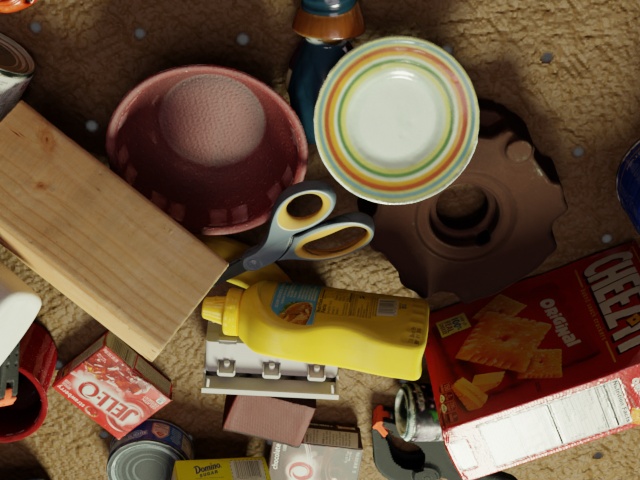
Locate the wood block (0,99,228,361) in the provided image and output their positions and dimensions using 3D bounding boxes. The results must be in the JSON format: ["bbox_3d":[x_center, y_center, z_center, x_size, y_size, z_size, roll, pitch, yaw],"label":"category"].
[{"bbox_3d":[-0.186,-0.003,0.855,0.206,0.091,0.090,38,73,-4],"label":"wood block"}]

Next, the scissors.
[{"bbox_3d":[-0.056,0.001,0.894,0.202,0.016,0.096,-14,135,13],"label":"scissors"}]

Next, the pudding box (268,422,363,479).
[{"bbox_3d":[-0.009,0.235,1.067,0.090,0.039,0.113,6,119,-4],"label":"pudding box"}]

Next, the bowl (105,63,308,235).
[{"bbox_3d":[-0.090,-0.084,0.871,0.162,0.055,0.162,0,128,0],"label":"bowl"}]

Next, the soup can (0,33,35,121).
[{"bbox_3d":[-0.280,-0.112,0.852,0.068,0.068,0.102,30,114,-16],"label":"soup can"}]

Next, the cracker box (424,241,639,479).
[{"bbox_3d":[0.200,0.099,0.924,0.214,0.164,0.072,-21,120,11],"label":"cracker box"}]

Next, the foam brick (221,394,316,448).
[{"bbox_3d":[-0.049,0.154,1.014,0.078,0.053,0.051,15,118,-11],"label":"foam brick"}]

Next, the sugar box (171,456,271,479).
[{"bbox_3d":[-0.111,0.288,1.069,0.093,0.048,0.176,2,132,-19],"label":"sugar box"}]

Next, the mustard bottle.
[{"bbox_3d":[-0.006,0.070,0.908,0.191,0.096,0.058,8,114,4],"label":"mustard bottle"}]

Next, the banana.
[{"bbox_3d":[-0.122,0.019,0.948,0.198,0.037,0.070,1,131,-1],"label":"banana"}]

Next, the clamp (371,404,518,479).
[{"bbox_3d":[0.103,0.235,1.070,0.171,0.039,0.120,39,107,-14],"label":"clamp"}]

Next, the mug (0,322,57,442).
[{"bbox_3d":[-0.288,0.112,0.970,0.093,0.081,0.117,1,119,-1],"label":"mug"}]

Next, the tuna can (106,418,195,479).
[{"bbox_3d":[-0.169,0.220,1.059,0.086,0.033,0.086,0,119,-1],"label":"tuna can"}]

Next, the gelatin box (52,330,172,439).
[{"bbox_3d":[-0.196,0.139,1.015,0.073,0.030,0.089,-37,113,18],"label":"gelatin box"}]
